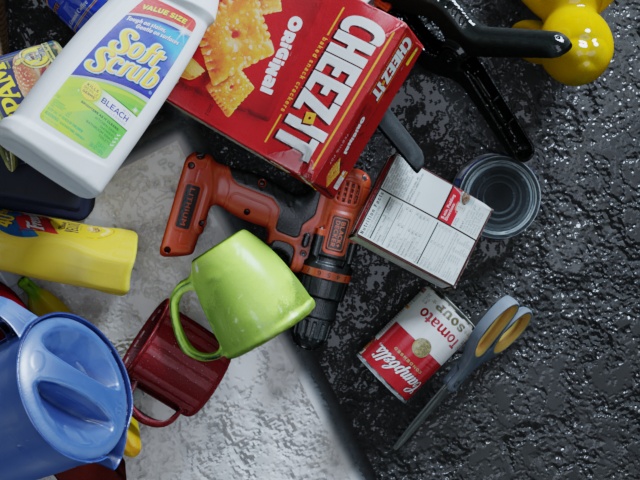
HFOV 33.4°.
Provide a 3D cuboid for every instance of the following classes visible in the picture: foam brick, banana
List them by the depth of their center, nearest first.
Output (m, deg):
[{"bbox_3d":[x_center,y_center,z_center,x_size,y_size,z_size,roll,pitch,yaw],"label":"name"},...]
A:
[{"bbox_3d":[-0.229,0.121,1.021,0.037,0.069,0.198,-36,88,6],"label":"banana"},{"bbox_3d":[-0.229,0.212,1.032,0.051,0.053,0.078,-28,114,-1],"label":"foam brick"}]

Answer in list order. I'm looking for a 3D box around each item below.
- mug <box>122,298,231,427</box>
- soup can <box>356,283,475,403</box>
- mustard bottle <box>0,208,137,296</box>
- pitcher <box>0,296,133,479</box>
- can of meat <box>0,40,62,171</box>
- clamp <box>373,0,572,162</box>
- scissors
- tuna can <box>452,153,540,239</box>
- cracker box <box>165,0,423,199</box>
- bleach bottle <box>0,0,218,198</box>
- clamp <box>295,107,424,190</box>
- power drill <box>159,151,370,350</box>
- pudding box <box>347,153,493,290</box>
[{"bbox_3d":[-0.142,0.124,1.016,0.081,0.093,0.117,34,54,-12],"label":"mug"},{"bbox_3d":[0.095,0.101,1.051,0.102,0.068,0.068,-45,97,-1],"label":"soup can"},{"bbox_3d":[-0.268,0.004,0.989,0.191,0.096,0.058,11,105,-11],"label":"mustard bottle"},{"bbox_3d":[-0.303,0.156,0.953,0.243,0.144,0.149,-24,64,27],"label":"pitcher"},{"bbox_3d":[-0.256,-0.122,0.950,0.083,0.057,0.102,-22,69,-23],"label":"can of meat"},{"bbox_3d":[0.137,-0.171,1.010,0.210,0.164,0.036,36,61,26],"label":"clamp"},{"bbox_3d":[0.149,0.133,1.077,0.016,0.096,0.202,47,123,29],"label":"scissors"},{"bbox_3d":[0.174,-0.043,1.060,0.086,0.034,0.086,0,95,-5],"label":"tuna can"},{"bbox_3d":[-0.042,-0.162,0.972,0.214,0.072,0.164,31,92,21],"label":"cracker box"},{"bbox_3d":[-0.166,-0.164,0.911,0.102,0.068,0.250,36,74,-22],"label":"bleach bottle"},{"bbox_3d":[0.043,-0.127,1.004,0.120,0.039,0.171,3,73,13],"label":"clamp"},{"bbox_3d":[-0.057,0.001,1.036,0.187,0.057,0.184,15,90,-9],"label":"power drill"},{"bbox_3d":[0.095,-0.017,1.012,0.113,0.039,0.090,28,83,-6],"label":"pudding box"}]
